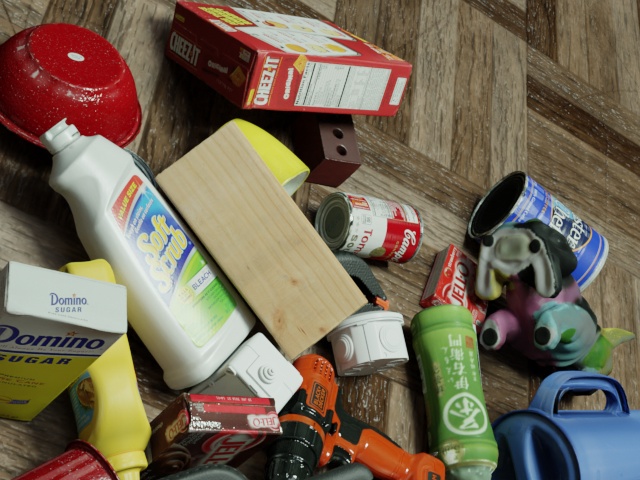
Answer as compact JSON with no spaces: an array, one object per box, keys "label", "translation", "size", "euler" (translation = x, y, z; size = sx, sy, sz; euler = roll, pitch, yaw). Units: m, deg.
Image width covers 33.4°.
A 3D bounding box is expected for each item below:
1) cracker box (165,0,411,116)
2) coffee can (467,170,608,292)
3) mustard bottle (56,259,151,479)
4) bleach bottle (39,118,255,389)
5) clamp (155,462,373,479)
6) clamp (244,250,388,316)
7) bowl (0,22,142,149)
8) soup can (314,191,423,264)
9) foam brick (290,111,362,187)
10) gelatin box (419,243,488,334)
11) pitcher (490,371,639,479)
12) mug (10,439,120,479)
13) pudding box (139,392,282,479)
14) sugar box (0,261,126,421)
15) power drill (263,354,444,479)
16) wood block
[{"label":"cracker box","translation":[-0.035,-0.194,1.161],"size":[0.213,0.072,0.164],"euler":[-3,28,-39]},{"label":"coffee can","translation":[0.268,-0.004,1.314],"size":[0.140,0.103,0.102],"euler":[37,46,-15]},{"label":"mustard bottle","translation":[-0.180,0.118,0.876],"size":[0.058,0.096,0.192],"euler":[-7,68,-28]},{"label":"bleach bottle","translation":[-0.166,0.006,0.948],"size":[0.251,0.068,0.102],"euler":[54,47,-13]},{"label":"clamp","translation":[-0.062,0.247,0.859],"size":[0.209,0.036,0.164],"euler":[16,78,-25]},{"label":"clamp","translation":[0.001,0.031,1.101],"size":[0.171,0.039,0.120],"euler":[14,88,-36]},{"label":"bowl","translation":[-0.237,-0.155,1.008],"size":[0.162,0.055,0.162],"euler":[18,42,-18]},{"label":"soup can","translation":[0.053,-0.014,1.171],"size":[0.102,0.069,0.068],"euler":[9,58,-35]},{"label":"foam brick","translation":[0.006,-0.108,1.204],"size":[0.052,0.051,0.078],"euler":[7,60,-36]},{"label":"gelatin box","translation":[0.161,0.059,1.239],"size":[0.073,0.030,0.089],"euler":[38,46,-14]},{"label":"pitcher","translation":[0.297,0.235,1.164],"size":[0.242,0.149,0.145],"euler":[3,50,-41]},{"label":"mug","translation":[-0.193,0.211,0.800],"size":[0.081,0.117,0.093],"euler":[-23,111,-40]},{"label":"pudding box","translation":[-0.100,0.168,0.899],"size":[0.089,0.114,0.039],"euler":[10,55,-35]},{"label":"sugar box","translation":[-0.226,0.082,0.805],"size":[0.093,0.177,0.048],"euler":[15,55,-32]},{"label":"power drill","translation":[0.031,0.213,0.996],"size":[0.187,0.057,0.184],"euler":[40,32,-16]},{"label":"wood block","translation":[-0.056,0.001,0.999],"size":[0.090,0.091,0.206],"euler":[-37,91,-5]}]
